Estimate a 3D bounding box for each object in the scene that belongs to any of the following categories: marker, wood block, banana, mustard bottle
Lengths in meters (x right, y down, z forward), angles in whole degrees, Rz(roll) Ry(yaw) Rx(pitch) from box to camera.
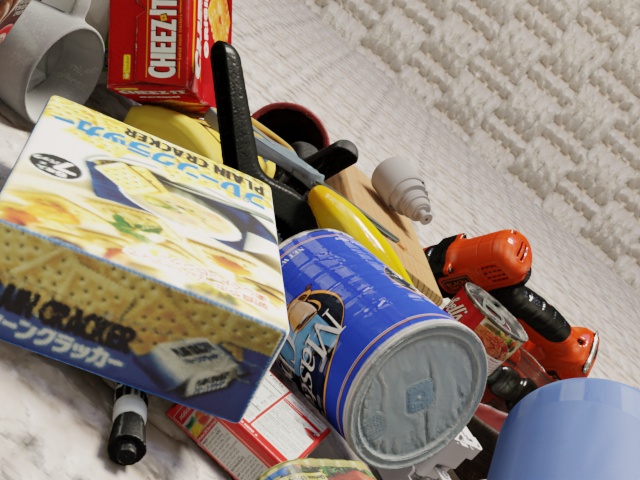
[{"bbox_3d":[-0.099,0.078,0.561,0.020,0.020,0.121,36,15,-20],"label":"marker"},{"bbox_3d":[0.030,0.014,0.938,0.090,0.090,0.206,38,15,-17],"label":"wood block"},{"bbox_3d":[0.046,0.049,0.803,0.037,0.070,0.198,-37,113,-38],"label":"banana"},{"bbox_3d":[-0.092,-0.074,0.942,0.096,0.058,0.191,31,10,18],"label":"mustard bottle"}]

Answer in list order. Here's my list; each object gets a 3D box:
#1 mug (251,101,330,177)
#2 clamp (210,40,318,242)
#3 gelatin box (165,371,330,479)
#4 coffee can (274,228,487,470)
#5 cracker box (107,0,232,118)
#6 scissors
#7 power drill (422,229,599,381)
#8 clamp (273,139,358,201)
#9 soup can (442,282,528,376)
[{"bbox_3d":[-0.030,-0.087,1.106,0.081,0.093,0.117,-70,141,-79],"label":"mug"},{"bbox_3d":[-0.071,-0.018,0.781,0.210,0.164,0.036,57,-26,-17],"label":"clamp"},{"bbox_3d":[-0.039,0.105,0.615,0.073,0.030,0.089,42,14,8],"label":"gelatin box"},{"bbox_3d":[0.026,0.066,0.694,0.102,0.103,0.140,29,7,-40],"label":"coffee can"},{"bbox_3d":[-0.120,-0.193,0.891,0.072,0.164,0.213,1,0,2],"label":"cracker box"},{"bbox_3d":[-0.025,-0.059,0.864,0.096,0.016,0.202,18,18,-45],"label":"scissors"},{"bbox_3d":[0.164,0.070,1.035,0.187,0.185,0.057,42,57,-24],"label":"power drill"},{"bbox_3d":[-0.029,-0.042,0.980,0.039,0.120,0.172,40,-7,-16],"label":"clamp"},{"bbox_3d":[0.113,0.094,0.885,0.068,0.102,0.068,38,15,-12],"label":"soup can"}]
